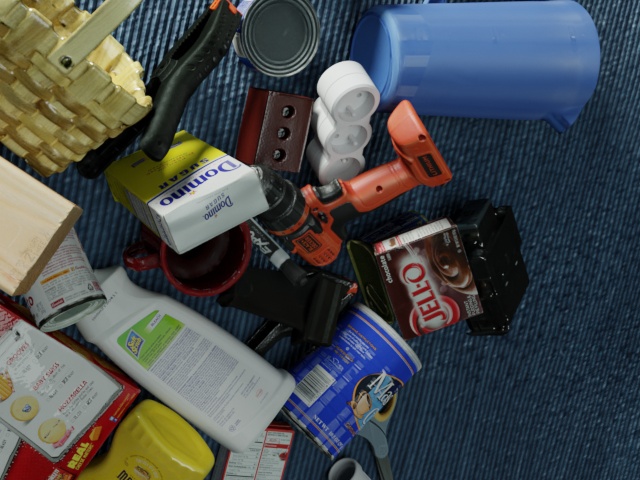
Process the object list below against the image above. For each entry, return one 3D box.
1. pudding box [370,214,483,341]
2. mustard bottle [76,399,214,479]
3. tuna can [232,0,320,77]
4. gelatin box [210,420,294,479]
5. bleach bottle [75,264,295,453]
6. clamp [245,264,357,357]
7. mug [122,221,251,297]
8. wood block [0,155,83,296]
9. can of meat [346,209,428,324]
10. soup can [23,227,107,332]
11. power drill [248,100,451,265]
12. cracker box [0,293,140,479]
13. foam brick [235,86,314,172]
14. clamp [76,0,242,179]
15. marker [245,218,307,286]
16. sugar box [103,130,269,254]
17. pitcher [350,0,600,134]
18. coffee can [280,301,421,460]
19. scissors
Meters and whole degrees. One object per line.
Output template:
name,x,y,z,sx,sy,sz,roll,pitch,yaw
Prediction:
pudding box,0.112,0.040,1.122,0.090,0.039,0.113,-21,113,0
mustard bottle,-0.195,0.250,1.062,0.096,0.058,0.192,41,115,-1
tuna can,-0.045,-0.206,1.054,0.086,0.034,0.086,-8,108,-26
gelatin box,-0.075,0.239,1.167,0.073,0.030,0.089,10,99,-29
bleach bottle,-0.148,0.100,1.054,0.250,0.068,0.102,42,75,-17
clamp,-0.042,0.082,1.137,0.171,0.039,0.120,-8,115,-19
mug,-0.136,0.003,1.037,0.117,0.082,0.093,-21,113,-22
wood block,-0.310,-0.047,0.879,0.206,0.091,0.090,34,85,-5
can of meat,0.087,0.028,1.179,0.083,0.058,0.102,-29,115,-21
soup can,-0.244,0.023,0.968,0.068,0.069,0.102,-23,79,-21
power drill,0.025,-0.060,1.058,0.188,0.057,0.184,-30,149,10
cracker box,-0.303,0.146,0.996,0.213,0.072,0.164,38,84,-30
foam brick,-0.047,-0.111,1.070,0.052,0.051,0.078,6,101,-29
clamp,-0.143,-0.140,0.985,0.036,0.165,0.209,42,59,-25
marker,-0.057,0.001,1.069,0.020,0.121,0.020,-40,163,-16
sugar box,-0.127,-0.049,0.972,0.093,0.176,0.048,-28,116,-19
pitcher,0.157,-0.199,1.120,0.242,0.149,0.145,-3,120,-24
coffee can,0.025,0.151,1.153,0.140,0.103,0.102,-45,120,-10
scissors,0.052,0.239,1.243,0.096,0.016,0.202,-6,106,-25
